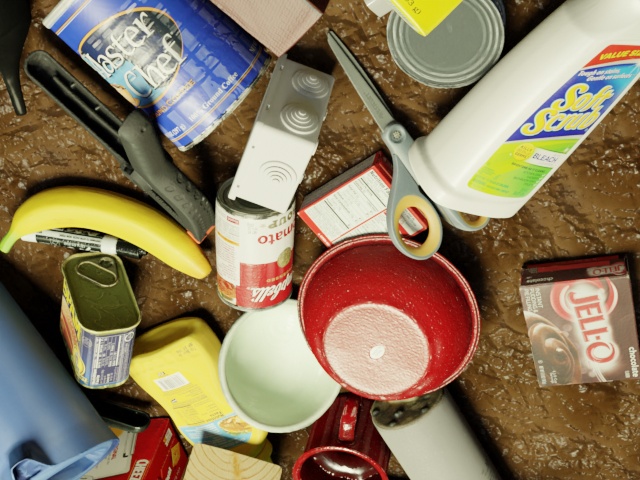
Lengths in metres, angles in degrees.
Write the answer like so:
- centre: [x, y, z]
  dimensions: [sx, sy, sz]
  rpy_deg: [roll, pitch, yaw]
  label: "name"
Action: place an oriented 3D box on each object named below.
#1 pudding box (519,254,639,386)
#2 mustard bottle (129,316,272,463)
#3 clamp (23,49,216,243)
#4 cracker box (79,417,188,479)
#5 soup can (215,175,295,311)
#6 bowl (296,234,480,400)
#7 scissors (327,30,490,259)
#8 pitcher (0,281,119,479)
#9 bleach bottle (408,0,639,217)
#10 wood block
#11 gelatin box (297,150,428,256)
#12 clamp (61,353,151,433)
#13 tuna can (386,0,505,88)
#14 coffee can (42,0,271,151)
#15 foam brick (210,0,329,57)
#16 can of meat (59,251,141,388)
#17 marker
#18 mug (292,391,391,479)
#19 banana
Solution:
- centre: [0.224, 0.070, 0.915]
  dimensions: [0.090, 0.039, 0.113]
  rpy_deg: [-7, 123, 18]
  label: "pudding box"
- centre: [-0.104, 0.164, 1.054]
  dimensions: [0.096, 0.058, 0.191]
  rpy_deg: [-21, 117, 28]
  label: "mustard bottle"
- centre: [-0.139, -0.062, 0.864]
  dimensions: [0.165, 0.036, 0.209]
  rpy_deg: [31, 165, 48]
  label: "clamp"
- centre: [-0.263, 0.272, 1.106]
  dimensions: [0.214, 0.164, 0.072]
  rpy_deg: [-8, 124, 19]
  label: "cracker box"
- centre: [-0.056, 0.001, 0.919]
  dimensions: [0.068, 0.068, 0.102]
  rpy_deg: [9, 126, 8]
  label: "soup can"
- centre: [0.052, 0.078, 0.901]
  dimensions: [0.162, 0.055, 0.162]
  rpy_deg: [7, 118, 12]
  label: "bowl"
- centre: [0.052, -0.064, 0.850]
  dimensions: [0.201, 0.016, 0.096]
  rpy_deg: [40, 85, -16]
  label: "scissors"
- centre: [-0.305, 0.132, 1.000]
  dimensions: [0.243, 0.144, 0.149]
  rpy_deg: [54, 131, 11]
  label: "pitcher"
- centre: [0.175, -0.122, 0.762]
  dimensions: [0.102, 0.068, 0.251]
  rpy_deg: [10, 134, -36]
  label: "bleach bottle"
- centre: [-0.098, 0.293, 1.083]
  dimensions: [0.090, 0.090, 0.206]
  rpy_deg: [15, 148, 2]
  label: "wood block"
- centre: [0.038, -0.024, 0.901]
  dimensions: [0.089, 0.030, 0.073]
  rpy_deg: [-31, 111, 30]
  label: "gelatin box"
- centre: [-0.257, 0.167, 1.105]
  dimensions: [0.172, 0.039, 0.120]
  rpy_deg: [-24, 103, 34]
  label: "clamp"
- centre: [0.093, -0.158, 0.788]
  dimensions: [0.086, 0.033, 0.086]
  rpy_deg: [7, 126, 9]
  label: "tuna can"
- centre: [-0.122, -0.152, 0.804]
  dimensions: [0.140, 0.102, 0.103]
  rpy_deg: [43, 124, -17]
  label: "coffee can"
- centre: [-0.037, -0.186, 0.790]
  dimensions: [0.078, 0.053, 0.051]
  rpy_deg: [39, 125, -13]
  label: "foam brick"
- centre: [-0.207, 0.075, 0.992]
  dimensions: [0.057, 0.102, 0.084]
  rpy_deg: [-6, 135, -24]
  label: "can of meat"
- centre: [-0.218, 0.000, 0.990]
  dimensions: [0.121, 0.020, 0.020]
  rpy_deg: [9, 127, 8]
  label: "marker"
- centre: [0.027, 0.195, 1.028]
  dimensions: [0.093, 0.081, 0.117]
  rpy_deg: [7, 126, 10]
  label: "mug"
- centre: [-0.192, -0.013, 0.960]
  dimensions: [0.198, 0.037, 0.070]
  rpy_deg: [8, 116, 7]
  label: "banana"
